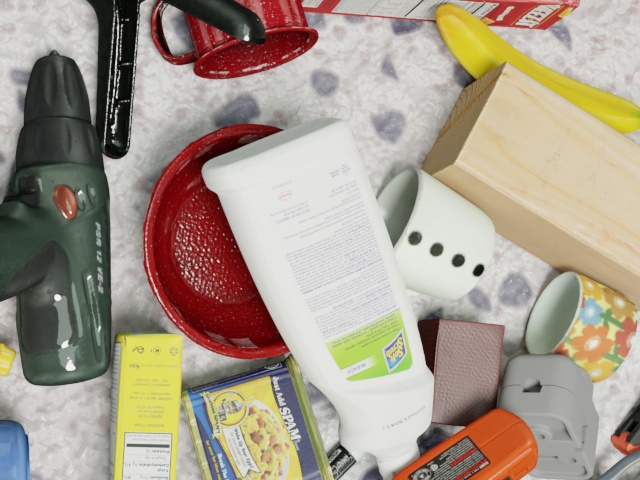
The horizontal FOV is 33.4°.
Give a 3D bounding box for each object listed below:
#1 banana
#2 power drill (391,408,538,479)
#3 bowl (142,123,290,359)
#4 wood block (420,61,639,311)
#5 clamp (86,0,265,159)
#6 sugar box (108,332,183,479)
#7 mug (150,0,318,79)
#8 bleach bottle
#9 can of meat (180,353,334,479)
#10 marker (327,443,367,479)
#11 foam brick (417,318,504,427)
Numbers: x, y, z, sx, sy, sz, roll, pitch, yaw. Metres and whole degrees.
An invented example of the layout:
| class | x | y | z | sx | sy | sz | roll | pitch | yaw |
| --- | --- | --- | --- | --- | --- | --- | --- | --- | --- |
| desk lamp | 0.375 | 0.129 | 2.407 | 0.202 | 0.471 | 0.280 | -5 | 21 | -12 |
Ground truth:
| class | x | y | z | sx | sy | sz | roll | pitch | yaw |
| --- | --- | --- | --- | --- | --- | --- | --- | --- | --- |
| banana | 0.169 | -0.125 | 0.819 | 0.197 | 0.070 | 0.037 | 22 | 61 | -8 |
| power drill | 0.142 | 0.209 | 0.752 | 0.184 | 0.057 | 0.187 | -33 | 118 | -8 |
| bowl | -0.055 | 0.001 | 0.752 | 0.161 | 0.055 | 0.162 | 0 | 89 | -26 |
| wood block | 0.190 | -0.035 | 0.804 | 0.206 | 0.091 | 0.090 | 30 | 78 | -9 |
| clamp | -0.137 | -0.172 | 0.743 | 0.036 | 0.165 | 0.210 | -7 | 62 | -54 |
| sugar box | -0.119 | 0.150 | 0.714 | 0.048 | 0.093 | 0.176 | 1 | 85 | -12 |
| mug | -0.067 | -0.166 | 0.763 | 0.117 | 0.093 | 0.081 | -18 | 84 | 16 |
| bleach bottle | 0.010 | 0.050 | 0.718 | 0.102 | 0.068 | 0.251 | -22 | 104 | -13 |
| can of meat | -0.045 | 0.140 | 0.743 | 0.084 | 0.057 | 0.102 | -16 | 74 | -10 |
| marker | -0.012 | 0.186 | 0.774 | 0.121 | 0.020 | 0.020 | -43 | 95 | -13 |
| foam brick | 0.100 | 0.098 | 0.791 | 0.053 | 0.051 | 0.078 | 9 | 83 | -12 |
